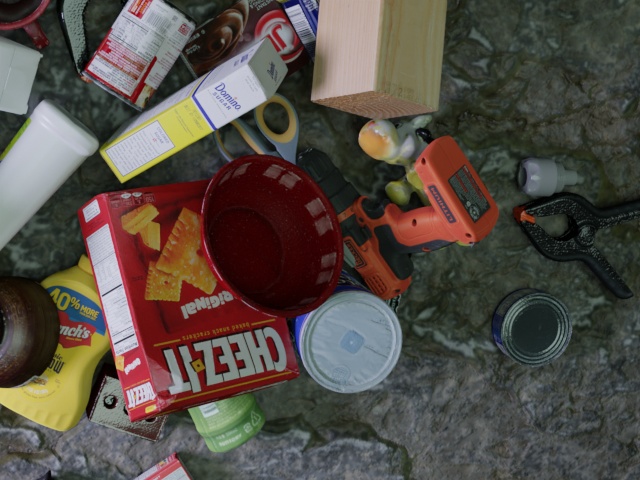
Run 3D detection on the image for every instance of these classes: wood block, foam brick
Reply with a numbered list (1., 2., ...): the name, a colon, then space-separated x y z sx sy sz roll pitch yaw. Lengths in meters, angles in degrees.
1. wood block: 0.060 -0.228 1.016 0.090 0.091 0.206 10 83 -39
2. foam brick: -0.199 0.169 1.115 0.078 0.051 0.053 21 94 -15

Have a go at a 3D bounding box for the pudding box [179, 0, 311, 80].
1. pudding box: -0.079 -0.192 1.084 0.113 0.039 0.090 -34 106 -5

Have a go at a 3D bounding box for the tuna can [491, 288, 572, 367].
1. tuna can: 0.239 0.098 1.210 0.086 0.034 0.086 -2 100 -12

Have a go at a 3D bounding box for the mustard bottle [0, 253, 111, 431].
1. mustard bottle: -0.254 0.089 1.083 0.096 0.058 0.191 26 92 5

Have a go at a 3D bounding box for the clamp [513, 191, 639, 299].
1. clamp: 0.298 0.002 1.205 0.171 0.039 0.120 7 94 -8

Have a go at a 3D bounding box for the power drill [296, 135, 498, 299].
1. power drill: 0.074 -0.038 1.081 0.184 0.188 0.057 54 50 -9

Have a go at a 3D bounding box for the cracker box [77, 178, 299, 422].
1. cracker box: -0.126 0.051 1.036 0.163 0.072 0.214 -9 79 -37

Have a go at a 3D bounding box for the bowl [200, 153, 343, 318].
1. bowl: -0.057 0.001 1.022 0.161 0.055 0.162 14 66 -34

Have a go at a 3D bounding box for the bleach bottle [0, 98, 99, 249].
1. bleach bottle: -0.318 -0.021 1.028 0.068 0.103 0.251 40 90 -17

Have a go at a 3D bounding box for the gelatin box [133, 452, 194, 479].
1. gelatin box: -0.163 0.287 1.155 0.073 0.030 0.089 -32 105 -7

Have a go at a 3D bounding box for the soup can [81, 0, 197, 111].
1. soup can: -0.173 -0.184 1.022 0.068 0.068 0.102 32 93 -16

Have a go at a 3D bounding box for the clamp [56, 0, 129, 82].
1. clamp: -0.192 -0.256 1.049 0.164 0.036 0.210 9 101 -20

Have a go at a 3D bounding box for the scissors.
1. scissors: -0.018 -0.070 1.079 0.201 0.016 0.096 38 80 -8

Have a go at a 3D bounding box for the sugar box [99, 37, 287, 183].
1. sugar box: -0.120 -0.125 1.025 0.176 0.093 0.048 -24 110 21

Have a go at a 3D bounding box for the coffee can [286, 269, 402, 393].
1. coffee can: 0.016 0.088 1.102 0.102 0.140 0.103 -2 100 -13

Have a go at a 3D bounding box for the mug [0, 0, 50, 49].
1. mug: -0.291 -0.235 1.007 0.093 0.081 0.117 -33 105 -5

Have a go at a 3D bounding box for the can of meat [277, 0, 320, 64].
1. can of meat: 0.017 -0.232 1.078 0.102 0.058 0.084 -40 111 -31
